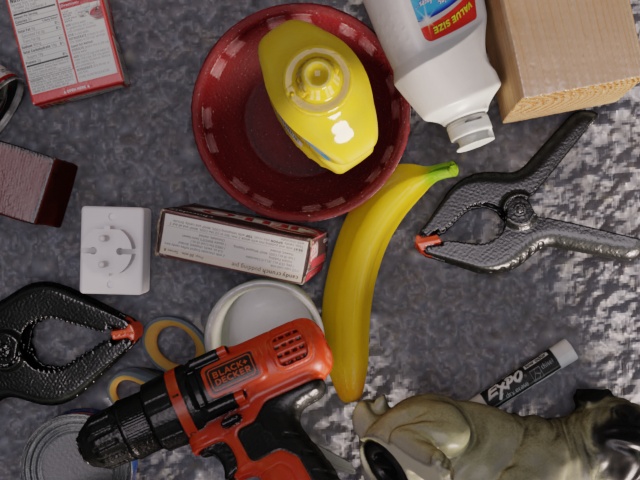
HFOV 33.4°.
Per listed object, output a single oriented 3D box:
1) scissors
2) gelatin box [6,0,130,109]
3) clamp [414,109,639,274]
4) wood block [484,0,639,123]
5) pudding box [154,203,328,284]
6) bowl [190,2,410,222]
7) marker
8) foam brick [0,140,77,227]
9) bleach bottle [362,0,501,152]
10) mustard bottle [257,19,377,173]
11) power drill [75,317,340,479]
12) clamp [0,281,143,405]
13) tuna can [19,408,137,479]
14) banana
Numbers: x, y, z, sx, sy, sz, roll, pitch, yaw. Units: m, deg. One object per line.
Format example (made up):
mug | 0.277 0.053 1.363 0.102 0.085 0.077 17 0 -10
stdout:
scissors | -0.064 0.117 0.830 0.201 0.016 0.096 10 91 0
gelatin box | -0.194 -0.154 0.820 0.073 0.030 0.089 -14 90 2
clamp | 0.159 -0.014 0.812 0.171 0.039 0.120 -28 73 3
wood block | 0.161 -0.200 0.779 0.091 0.090 0.206 -11 85 0
pudding box | -0.055 0.001 0.786 0.113 0.090 0.039 9 95 7
bowl | -0.014 -0.094 0.807 0.162 0.055 0.162 0 91 0
marker | 0.143 0.116 0.826 0.121 0.020 0.020 -33 90 1
foam brick | -0.220 -0.042 0.798 0.051 0.078 0.053 17 88 0
bleach bottle | 0.077 -0.187 0.772 0.102 0.068 0.251 -16 83 -29
mustard bottle | -0.002 -0.093 0.682 0.058 0.191 0.096 -33 90 1
power drill | -0.053 0.162 0.701 0.184 0.057 0.188 -25 69 0
clamp | -0.244 0.074 0.818 0.210 0.036 0.164 -15 91 6
tuna can | -0.185 0.173 0.822 0.086 0.034 0.086 0 91 0
banana | 0.036 0.021 0.807 0.037 0.070 0.198 15 99 -42
